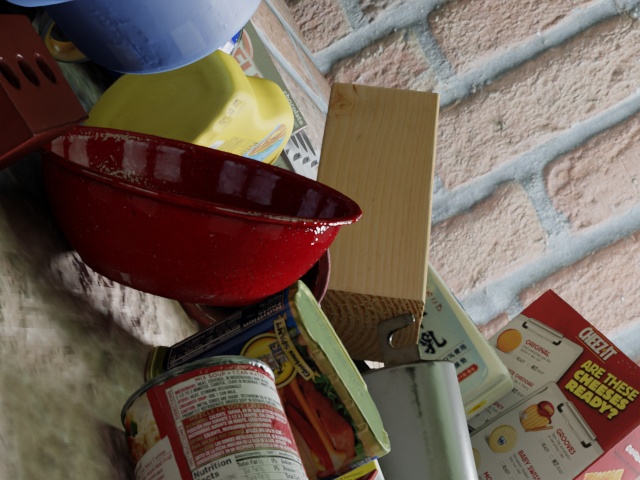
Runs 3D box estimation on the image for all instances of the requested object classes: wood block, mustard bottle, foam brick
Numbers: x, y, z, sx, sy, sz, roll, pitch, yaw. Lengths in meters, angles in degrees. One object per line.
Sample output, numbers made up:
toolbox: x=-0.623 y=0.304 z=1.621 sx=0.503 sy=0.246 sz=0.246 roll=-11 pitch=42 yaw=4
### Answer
wood block: x=0.039 y=-0.016 z=0.834 sx=0.090 sy=0.091 sz=0.206 roll=92 pitch=5 yaw=-52
mustard bottle: x=-0.068 y=-0.070 z=0.683 sx=0.058 sy=0.096 sz=0.191 roll=62 pitch=12 yaw=8
foam brick: x=-0.134 y=-0.054 z=0.414 sx=0.053 sy=0.051 sz=0.078 roll=60 pitch=8 yaw=-9

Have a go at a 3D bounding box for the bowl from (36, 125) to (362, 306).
bowl: x=-0.064 y=-0.009 z=0.513 sx=0.162 sy=0.162 sz=0.055 roll=-72 pitch=176 yaw=-79

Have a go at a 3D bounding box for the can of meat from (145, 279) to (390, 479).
can of meat: x=-0.024 y=0.081 z=0.536 sx=0.102 sy=0.084 sz=0.057 roll=60 pitch=8 yaw=-17

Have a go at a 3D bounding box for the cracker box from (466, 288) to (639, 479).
cracker box: x=0.174 y=0.169 z=0.914 sx=0.072 sy=0.213 sz=0.164 roll=51 pitch=-1 yaw=-42

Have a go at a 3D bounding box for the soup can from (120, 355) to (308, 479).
soup can: x=-0.036 y=0.107 z=0.430 sx=0.068 sy=0.068 sz=0.102 roll=50 pitch=15 yaw=-56
